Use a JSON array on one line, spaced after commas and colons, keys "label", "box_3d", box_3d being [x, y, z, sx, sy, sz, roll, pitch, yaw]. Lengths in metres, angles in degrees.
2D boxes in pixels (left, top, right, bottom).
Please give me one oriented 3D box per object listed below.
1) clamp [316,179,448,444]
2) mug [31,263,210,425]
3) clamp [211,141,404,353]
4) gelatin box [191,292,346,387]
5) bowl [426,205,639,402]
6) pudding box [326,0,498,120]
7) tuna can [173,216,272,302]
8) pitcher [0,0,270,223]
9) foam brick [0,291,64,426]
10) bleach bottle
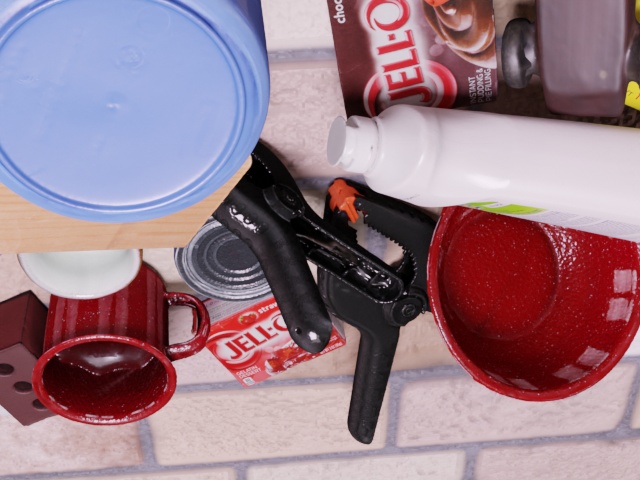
[{"label": "clamp", "box_3d": [0.066, 0.038, 0.744, 0.164, 0.036, 0.210, -26, 124, -4]}, {"label": "mug", "box_3d": [-0.132, 0.062, 0.719, 0.117, 0.081, 0.093, -12, 134, 4]}, {"label": "clamp", "box_3d": [-0.029, -0.007, 0.628, 0.171, 0.120, 0.039, 43, 112, 2]}, {"label": "gelatin box", "box_3d": [-0.037, 0.062, 0.766, 0.089, 0.030, 0.073, -25, 131, 15]}, {"label": "bowl", "box_3d": [0.133, 0.022, 0.700, 0.162, 0.055, 0.162, 0, 89, -19]}, {"label": "pudding box", "box_3d": [0.051, -0.123, 0.600, 0.090, 0.039, 0.113, -10, 133, 3]}, {"label": "tuna can", "box_3d": [-0.055, 0.001, 0.705, 0.086, 0.034, 0.086, -3, 133, -4]}, {"label": "pitcher", "box_3d": [-0.096, -0.121, 0.444, 0.149, 0.243, 0.145, -18, 130, 4]}, {"label": "foam brick", "box_3d": [-0.207, 0.084, 0.752, 0.053, 0.051, 0.078, -22, 131, 14]}, {"label": "bleach bottle", "box_3d": [0.128, -0.040, 0.615, 0.250, 0.068, 0.103, 7, 173, -20]}]
